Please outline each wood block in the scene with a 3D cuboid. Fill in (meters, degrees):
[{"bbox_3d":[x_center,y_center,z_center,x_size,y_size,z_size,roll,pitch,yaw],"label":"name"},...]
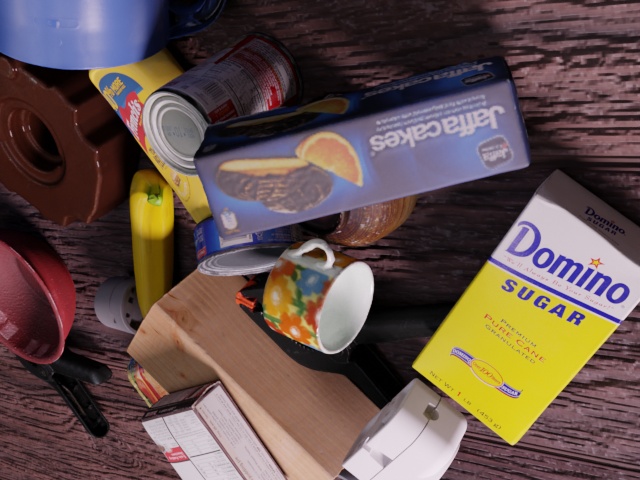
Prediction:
[{"bbox_3d":[-0.057,0.124,0.925,0.206,0.090,0.090,43,139,6],"label":"wood block"}]

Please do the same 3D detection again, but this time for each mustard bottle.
[{"bbox_3d":[-0.126,-0.105,0.833,0.191,0.058,0.096,53,158,-4],"label":"mustard bottle"}]

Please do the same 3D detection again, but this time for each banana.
[{"bbox_3d":[-0.148,-0.001,0.931,0.037,0.069,0.198,6,143,-2],"label":"banana"}]

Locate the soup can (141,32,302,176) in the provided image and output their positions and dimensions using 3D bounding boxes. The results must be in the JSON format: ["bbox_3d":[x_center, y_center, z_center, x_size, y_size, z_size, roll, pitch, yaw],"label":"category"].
[{"bbox_3d":[-0.069,-0.097,0.759,0.069,0.102,0.068,22,133,26],"label":"soup can"}]

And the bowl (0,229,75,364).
[{"bbox_3d":[-0.307,0.047,1.108,0.162,0.055,0.162,23,133,27],"label":"bowl"}]

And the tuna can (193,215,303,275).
[{"bbox_3d":[-0.055,0.001,0.833,0.086,0.085,0.034,-24,70,48],"label":"tuna can"}]

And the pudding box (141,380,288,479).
[{"bbox_3d":[-0.088,0.177,0.894,0.090,0.039,0.113,-22,107,48],"label":"pudding box"}]

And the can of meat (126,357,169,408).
[{"bbox_3d":[-0.129,0.137,1.024,0.102,0.057,0.084,55,141,-7],"label":"can of meat"}]

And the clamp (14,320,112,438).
[{"bbox_3d":[-0.291,0.146,1.183,0.172,0.039,0.120,31,132,28],"label":"clamp"}]

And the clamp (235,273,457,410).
[{"bbox_3d":[0.028,0.073,0.853,0.210,0.036,0.165,29,134,15],"label":"clamp"}]

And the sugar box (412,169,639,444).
[{"bbox_3d":[0.142,0.048,0.710,0.093,0.048,0.176,37,130,11],"label":"sugar box"}]

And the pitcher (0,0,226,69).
[{"bbox_3d":[-0.151,-0.245,0.705,0.145,0.149,0.243,33,131,33],"label":"pitcher"}]
